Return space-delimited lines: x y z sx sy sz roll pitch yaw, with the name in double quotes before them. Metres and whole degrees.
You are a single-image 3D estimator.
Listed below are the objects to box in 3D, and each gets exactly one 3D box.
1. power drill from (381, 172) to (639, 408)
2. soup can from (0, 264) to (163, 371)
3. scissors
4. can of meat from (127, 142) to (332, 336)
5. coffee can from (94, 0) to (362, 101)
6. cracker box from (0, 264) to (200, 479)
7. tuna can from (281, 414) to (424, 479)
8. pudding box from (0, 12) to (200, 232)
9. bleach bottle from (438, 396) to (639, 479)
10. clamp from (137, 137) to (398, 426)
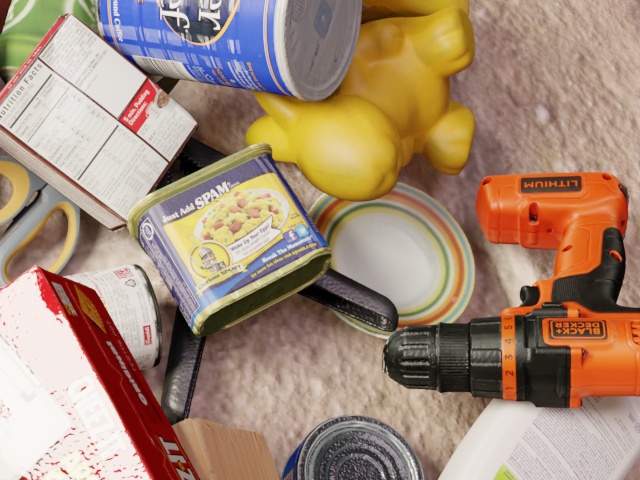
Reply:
"power drill" 0.138 0.030 0.703 0.184 0.057 0.187 0 40 10
"soup can" -0.153 0.054 0.636 0.102 0.069 0.068 -11 64 -26
"scissors" -0.169 -0.061 0.699 0.096 0.016 0.201 35 64 -24
"can of meat" -0.054 0.001 0.661 0.102 0.057 0.084 -27 73 -18
"coffee can" -0.058 -0.149 0.686 0.140 0.103 0.102 12 50 26
"cracker box" -0.169 0.141 0.512 0.214 0.072 0.164 -35 72 6
"tuna can" 0.020 0.152 0.659 0.086 0.034 0.086 9 57 -14
"pudding box" -0.146 -0.074 0.679 0.113 0.039 0.090 39 70 -19
"bleach bottle" 0.113 0.155 0.653 0.102 0.068 0.250 50 51 5
"clamp" -0.054 0.007 0.711 0.164 0.036 0.210 -17 64 -15
